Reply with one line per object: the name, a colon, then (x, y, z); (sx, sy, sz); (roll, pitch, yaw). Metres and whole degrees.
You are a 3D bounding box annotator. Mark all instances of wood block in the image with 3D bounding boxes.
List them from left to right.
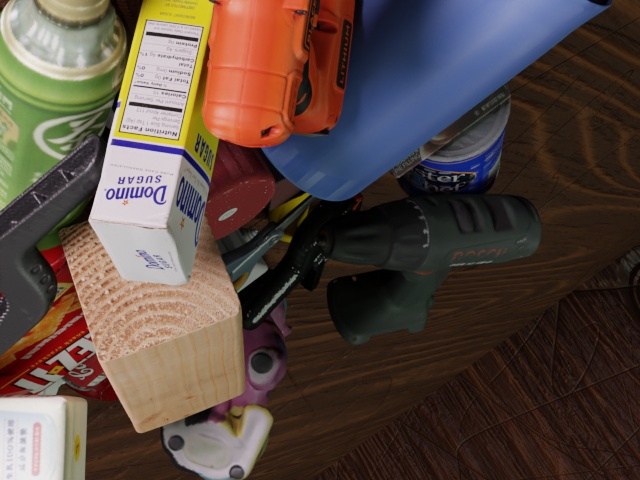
wood block: (-0.107, 0.056, 0.729); (0.090, 0.091, 0.206); (-20, 161, -10)

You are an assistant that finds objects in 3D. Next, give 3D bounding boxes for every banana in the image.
banana: (-0.018, -0.040, 0.990); (0.069, 0.037, 0.198); (-42, 167, -16)

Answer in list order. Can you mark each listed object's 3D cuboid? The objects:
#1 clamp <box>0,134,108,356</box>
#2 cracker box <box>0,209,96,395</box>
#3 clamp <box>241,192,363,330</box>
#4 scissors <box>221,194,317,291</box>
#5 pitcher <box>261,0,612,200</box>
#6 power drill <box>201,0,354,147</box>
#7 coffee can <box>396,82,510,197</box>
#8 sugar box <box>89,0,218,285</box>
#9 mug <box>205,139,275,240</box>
clamp: (-0.210, 0.002, 0.606); (0.164, 0.036, 0.210); (10, 142, -11)
cracker box: (-0.221, 0.048, 0.803); (0.164, 0.072, 0.213); (-34, 164, 5)
clamp: (-0.006, 0.009, 1.005); (0.172, 0.039, 0.120); (-51, 173, 28)
scissors: (-0.056, 0.001, 0.866); (0.202, 0.016, 0.096); (-46, 161, 25)
pitcher: (0.067, -0.138, 0.729); (0.149, 0.145, 0.243); (19, 134, -39)
power drill: (-0.018, -0.136, 0.585); (0.057, 0.184, 0.187); (10, 180, 8)
coffee can: (0.112, -0.096, 0.945); (0.103, 0.103, 0.140); (-32, 163, -3)
sugar box: (-0.077, -0.072, 0.575); (0.048, 0.176, 0.093); (6, 161, 3)
mug: (-0.091, -0.050, 0.745); (0.093, 0.081, 0.117); (-41, 161, 26)
